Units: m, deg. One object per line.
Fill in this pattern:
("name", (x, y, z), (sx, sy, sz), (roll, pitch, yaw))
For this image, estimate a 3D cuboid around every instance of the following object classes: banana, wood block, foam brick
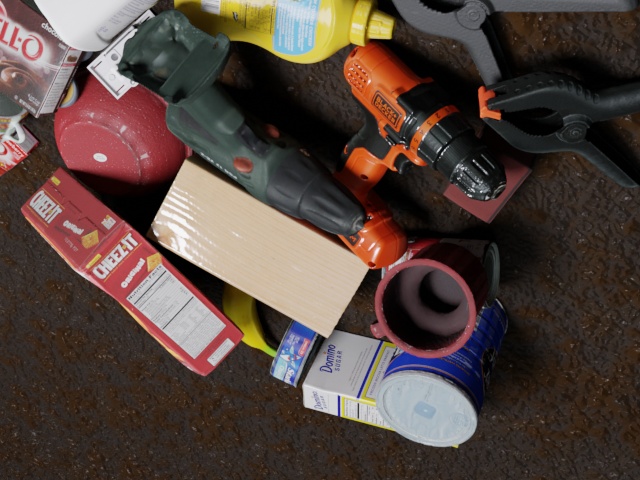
("banana", (-0.076, 0.056, 1.196), (0.069, 0.037, 0.198), (3, 134, -1))
("wood block", (-0.057, 0.001, 1.076), (0.206, 0.090, 0.091), (29, 102, -1))
("foam brick", (0.154, -0.066, 0.959), (0.051, 0.053, 0.078), (30, 135, -2))

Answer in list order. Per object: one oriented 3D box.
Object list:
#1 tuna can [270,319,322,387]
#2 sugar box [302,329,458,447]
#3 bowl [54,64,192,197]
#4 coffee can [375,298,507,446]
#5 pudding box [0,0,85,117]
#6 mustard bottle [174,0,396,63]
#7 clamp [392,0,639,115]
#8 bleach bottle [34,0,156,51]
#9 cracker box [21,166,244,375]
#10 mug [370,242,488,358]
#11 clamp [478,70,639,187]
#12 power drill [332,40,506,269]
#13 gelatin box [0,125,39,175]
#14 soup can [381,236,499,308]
("tuna can", (-0.024, 0.118, 1.188), (0.034, 0.086, 0.086), (25, 136, 6))
("sugar box", (0.078, 0.160, 1.172), (0.176, 0.093, 0.048), (11, 133, 18))
("bowl", (-0.216, -0.099, 1.108), (0.162, 0.055, 0.162), (13, 133, 14))
("coffee can", (0.124, 0.122, 1.080), (0.103, 0.140, 0.103), (14, 134, 14))
("pudding box", (-0.290, -0.188, 1.039), (0.113, 0.039, 0.090), (35, 112, 9))
("mustard bottle", (-0.028, -0.204, 0.917), (0.192, 0.058, 0.096), (16, 121, 12))
("clamp", (0.137, -0.195, 0.861), (0.210, 0.036, 0.165), (35, 134, -13))
("bleach bottle", (-0.108, -0.249, 0.855), (0.251, 0.102, 0.068), (-34, 96, 10))
("cracker box", (-0.198, 0.036, 1.122), (0.164, 0.072, 0.213), (33, 168, 48))
("mug", (0.097, 0.056, 0.983), (0.117, 0.081, 0.093), (-34, 91, 27))
("clamp", (0.214, -0.094, 0.893), (0.171, 0.039, 0.120), (5, 132, 1))
("power drill", (0.072, -0.060, 0.961), (0.184, 0.057, 0.188), (50, 141, 22))
("gelatin box", (-0.367, -0.119, 1.181), (0.073, 0.030, 0.089), (-26, 115, 40))
("soup can", (0.119, 0.031, 1.052), (0.102, 0.068, 0.068), (3, 130, 23))
